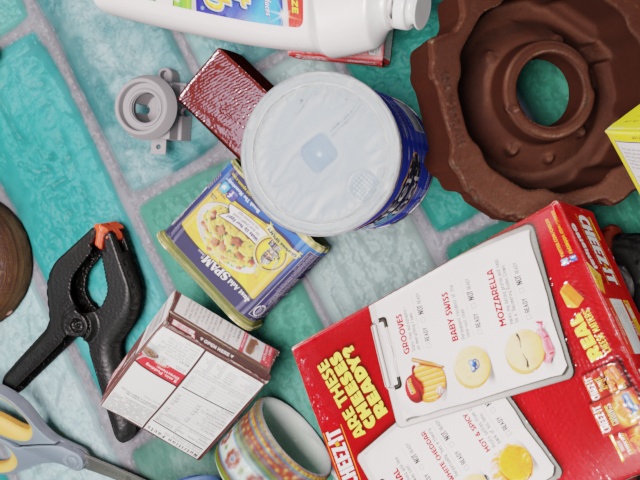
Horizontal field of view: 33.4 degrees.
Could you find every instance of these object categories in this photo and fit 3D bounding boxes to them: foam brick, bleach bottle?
[{"bbox_3d":[-0.057,-0.096,0.789,0.078,0.053,0.051,44,102,10],"label":"foam brick"},{"bbox_3d":[-0.041,-0.188,0.750,0.251,0.068,0.102,14,98,25],"label":"bleach bottle"}]

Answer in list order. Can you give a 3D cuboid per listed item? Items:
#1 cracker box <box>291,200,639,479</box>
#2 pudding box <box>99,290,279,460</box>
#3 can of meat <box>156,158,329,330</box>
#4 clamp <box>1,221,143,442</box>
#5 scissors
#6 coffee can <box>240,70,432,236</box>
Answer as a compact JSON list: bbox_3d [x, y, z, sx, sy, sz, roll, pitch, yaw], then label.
[{"bbox_3d":[0.104,0.098,0.676,0.214,0.072,0.164,-32,67,29],"label":"cracker box"},{"bbox_3d":[-0.097,0.101,0.782,0.090,0.039,0.114,31,128,-12],"label":"pudding box"},{"bbox_3d":[-0.055,0.001,0.791,0.102,0.057,0.084,46,100,8],"label":"can of meat"},{"bbox_3d":[-0.175,0.073,0.837,0.120,0.039,0.171,25,105,6],"label":"clamp"},{"bbox_3d":[-0.210,0.182,0.858,0.201,0.016,0.096,34,122,-2],"label":"scissors"},{"bbox_3d":[0.017,-0.056,0.725,0.103,0.140,0.103,1,92,15],"label":"coffee can"}]
